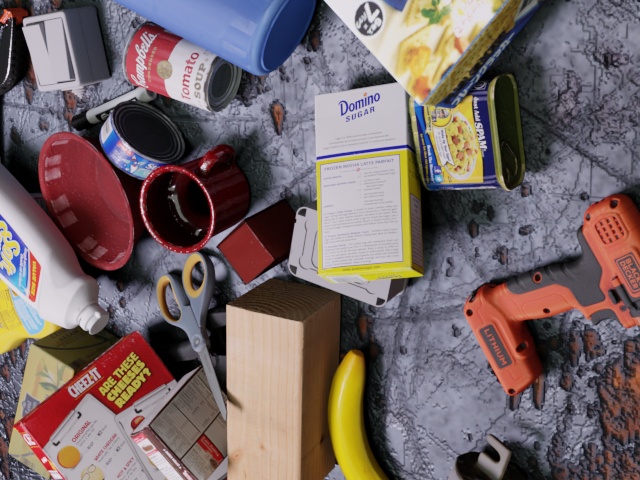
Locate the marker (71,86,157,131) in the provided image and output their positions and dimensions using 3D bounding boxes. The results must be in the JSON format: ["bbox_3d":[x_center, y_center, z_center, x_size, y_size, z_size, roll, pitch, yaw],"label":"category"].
[{"bbox_3d":[-0.229,-0.145,1.170,0.121,0.020,0.020,-16,98,33],"label":"marker"}]

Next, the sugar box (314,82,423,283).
[{"bbox_3d":[0.044,-0.053,0.987,0.093,0.048,0.176,-5,75,22],"label":"sugar box"}]

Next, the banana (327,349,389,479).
[{"bbox_3d":[0.045,0.209,1.122,0.069,0.037,0.198,-21,104,6],"label":"banana"}]

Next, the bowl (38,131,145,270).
[{"bbox_3d":[-0.239,-0.051,1.172,0.162,0.055,0.162,24,127,35],"label":"bowl"}]

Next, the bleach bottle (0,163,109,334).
[{"bbox_3d":[-0.328,0.008,1.205,0.251,0.068,0.103,40,118,19],"label":"bleach bottle"}]

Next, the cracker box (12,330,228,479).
[{"bbox_3d":[-0.207,0.235,1.181,0.213,0.164,0.072,53,152,-6],"label":"cracker box"}]

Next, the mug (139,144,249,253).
[{"bbox_3d":[-0.122,-0.051,1.104,0.093,0.081,0.117,36,120,14],"label":"mug"}]

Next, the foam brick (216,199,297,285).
[{"bbox_3d":[-0.057,0.001,1.088,0.051,0.078,0.053,52,125,4],"label":"foam brick"}]

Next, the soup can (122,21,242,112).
[{"bbox_3d":[-0.139,-0.175,1.081,0.102,0.068,0.068,22,116,21],"label":"soup can"}]

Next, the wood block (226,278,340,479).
[{"bbox_3d":[-0.038,0.156,1.122,0.090,0.090,0.206,11,111,26],"label":"wood block"}]

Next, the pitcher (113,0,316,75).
[{"bbox_3d":[-0.129,-0.262,1.004,0.243,0.149,0.145,32,118,13],"label":"pitcher"}]

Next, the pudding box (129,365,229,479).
[{"bbox_3d":[-0.136,0.202,1.143,0.090,0.113,0.039,49,129,-6],"label":"pudding box"}]

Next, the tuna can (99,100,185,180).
[{"bbox_3d":[-0.188,-0.105,1.121,0.086,0.086,0.034,48,124,7],"label":"tuna can"}]

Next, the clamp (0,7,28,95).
[{"bbox_3d":[-0.394,-0.184,1.239,0.210,0.036,0.164,-37,87,33],"label":"clamp"}]

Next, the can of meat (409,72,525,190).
[{"bbox_3d":[0.132,-0.095,0.962,0.084,0.057,0.102,-1,105,32],"label":"can of meat"}]

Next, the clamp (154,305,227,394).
[{"bbox_3d":[-0.126,0.122,1.191,0.120,0.039,0.172,34,123,9],"label":"clamp"}]

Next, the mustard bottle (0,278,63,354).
[{"bbox_3d":[-0.350,0.073,1.288,0.192,0.058,0.096,-20,91,33],"label":"mustard bottle"}]

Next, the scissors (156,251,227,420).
[{"bbox_3d":[-0.121,0.089,1.138,0.096,0.016,0.202,-56,47,16],"label":"scissors"}]

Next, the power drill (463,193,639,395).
[{"bbox_3d":[0.238,0.072,0.959,0.188,0.057,0.184,-29,87,31],"label":"power drill"}]
